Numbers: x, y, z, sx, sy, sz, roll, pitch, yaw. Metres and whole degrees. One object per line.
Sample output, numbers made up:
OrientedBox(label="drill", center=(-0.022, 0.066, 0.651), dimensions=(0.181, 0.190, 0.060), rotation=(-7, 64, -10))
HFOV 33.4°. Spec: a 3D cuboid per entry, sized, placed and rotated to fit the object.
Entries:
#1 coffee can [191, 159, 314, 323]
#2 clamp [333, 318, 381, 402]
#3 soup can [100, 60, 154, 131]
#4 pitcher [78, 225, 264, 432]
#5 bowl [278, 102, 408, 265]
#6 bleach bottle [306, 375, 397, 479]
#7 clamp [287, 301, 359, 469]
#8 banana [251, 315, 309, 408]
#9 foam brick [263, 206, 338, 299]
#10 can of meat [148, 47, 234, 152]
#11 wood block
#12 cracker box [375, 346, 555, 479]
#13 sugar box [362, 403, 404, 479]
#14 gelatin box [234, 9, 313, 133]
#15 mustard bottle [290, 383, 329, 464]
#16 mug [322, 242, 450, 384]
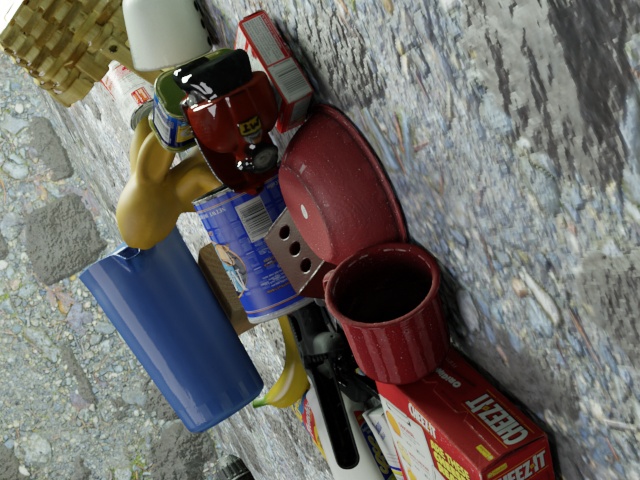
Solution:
OrientedBox(label="coffee can", center=(-0.057, 0.001, 1.106), dimensions=(0.140, 0.102, 0.103), rotation=(64, 165, -8))
OrientedBox(label="clamp", center=(0.034, 0.121, 1.142), dimensions=(0.172, 0.039, 0.120), rotation=(140, 113, -72))
OrientedBox(label="soup can", center=(-0.253, -0.204, 1.463), dimensions=(0.102, 0.068, 0.068), rotation=(55, 163, 25))
OrientedBox(label="pitcher", center=(-0.175, 0.106, 1.300), dimensions=(0.145, 0.149, 0.243), rotation=(-32, 90, 33))
OrientedBox(label="bowl", center=(0.010, -0.034, 0.918), dimensions=(0.162, 0.055, 0.162), rotation=(55, 163, 26))
OrientedBox(label="bleach bottle", center=(0.041, 0.243, 1.209), dimensions=(0.102, 0.068, 0.251), rotation=(32, -155, -55))
OrientedBox(label="clamp", center=(-0.001, 0.129, 1.125), dimensions=(0.210, 0.036, 0.164), rotation=(-123, 23, -63))
OrientedBox(label="banana", center=(-0.039, 0.139, 1.309), dimensions=(0.037, 0.069, 0.198), rotation=(-100, 18, -57))
OrientedBox(label="foam brick", center=(-0.007, 0.010, 1.007), dimensions=(0.053, 0.051, 0.078), rotation=(-51, 52, 24))
OrientedBox(label="can of meat", center=(-0.119, -0.142, 1.070), dimensions=(0.057, 0.102, 0.084), rotation=(60, 163, 10))
OrientedBox(label="wood block", center=(-0.103, 0.056, 1.378), dimensions=(0.091, 0.090, 0.206), rotation=(59, 164, 9))
OrientedBox(label="cracker box", center=(0.131, 0.205, 0.901), dimensions=(0.164, 0.072, 0.213), rotation=(42, 154, 51))
OrientedBox(label="sugar box", center=(0.110, 0.246, 1.093), dimensions=(0.176, 0.048, 0.093), rotation=(64, 168, 3))
OrientedBox(label="gelatin box", center=(-0.042, -0.148, 0.940), dimensions=(0.089, 0.030, 0.073), rotation=(59, 166, 10))
OrientedBox(label="mustard bottle", center=(0.007, 0.222, 1.361), dimensions=(0.192, 0.058, 0.096), rotation=(51, 151, 39))
OrientedBox(label="mug", center=(0.050, 0.059, 0.868), dimensions=(0.117, 0.093, 0.081), rotation=(19, 144, 37))
